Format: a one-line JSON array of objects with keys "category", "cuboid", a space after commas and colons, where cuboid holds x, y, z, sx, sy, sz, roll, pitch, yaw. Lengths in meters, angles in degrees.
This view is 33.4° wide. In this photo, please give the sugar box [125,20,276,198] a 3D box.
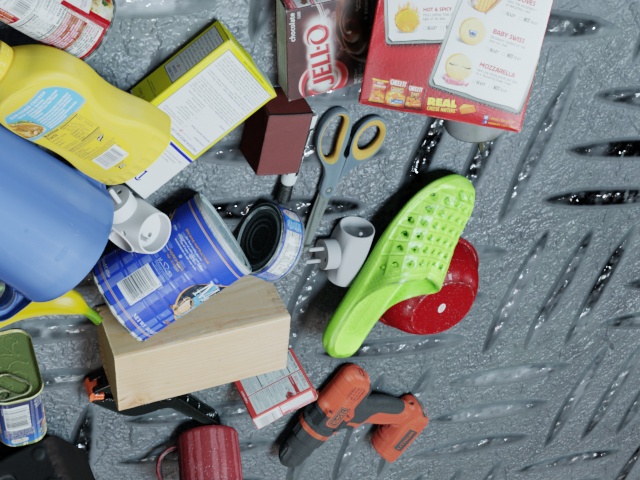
[{"category": "sugar box", "cuboid": [-0.139, -0.127, 1.058, 0.176, 0.048, 0.093, -35, 137, 9]}]

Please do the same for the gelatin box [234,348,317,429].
[{"category": "gelatin box", "cuboid": [-0.058, 0.192, 1.381, 0.089, 0.073, 0.030, -27, 138, -7]}]

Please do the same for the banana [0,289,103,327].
[{"category": "banana", "cuboid": [-0.336, 0.086, 1.136, 0.197, 0.037, 0.069, -17, 98, -10]}]

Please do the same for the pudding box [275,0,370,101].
[{"category": "pudding box", "cuboid": [0.002, -0.202, 1.073, 0.090, 0.039, 0.113, -17, 136, -15]}]

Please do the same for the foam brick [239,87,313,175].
[{"category": "foam brick", "cuboid": [-0.046, -0.114, 1.117, 0.051, 0.053, 0.078, -5, 132, -26]}]

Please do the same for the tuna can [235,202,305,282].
[{"category": "tuna can", "cuboid": [-0.058, 0.001, 1.194, 0.033, 0.086, 0.086, 21, 117, -39]}]

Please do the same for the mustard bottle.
[{"category": "mustard bottle", "cuboid": [-0.231, -0.121, 0.942, 0.096, 0.058, 0.191, -27, 139, 33]}]

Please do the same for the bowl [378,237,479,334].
[{"category": "bowl", "cuboid": [0.149, 0.072, 1.402, 0.162, 0.055, 0.162, -16, 135, -17]}]

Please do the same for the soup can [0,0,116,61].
[{"category": "soup can", "cuboid": [-0.236, -0.204, 0.912, 0.102, 0.068, 0.069, 27, 113, -43]}]

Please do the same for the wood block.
[{"category": "wood block", "cuboid": [-0.148, 0.113, 1.244, 0.205, 0.090, 0.091, -12, 134, -19]}]

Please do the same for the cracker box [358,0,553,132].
[{"category": "cracker box", "cuboid": [0.135, -0.225, 1.025, 0.164, 0.072, 0.214, 10, 112, 0]}]

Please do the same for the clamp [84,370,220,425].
[{"category": "clamp", "cuboid": [-0.190, 0.186, 1.327, 0.209, 0.036, 0.165, -5, 134, -27]}]

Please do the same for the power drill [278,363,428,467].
[{"category": "power drill", "cuboid": [0.050, 0.266, 1.523, 0.187, 0.057, 0.185, 20, 117, -41]}]

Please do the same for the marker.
[{"category": "marker", "cuboid": [-0.028, -0.090, 1.175, 0.020, 0.020, 0.121, -2, 130, -29]}]

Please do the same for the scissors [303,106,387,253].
[{"category": "scissors", "cuboid": [0.026, -0.070, 1.227, 0.096, 0.016, 0.202, -13, 135, -19]}]

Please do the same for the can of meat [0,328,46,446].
[{"category": "can of meat", "cuboid": [-0.337, 0.164, 1.174, 0.057, 0.102, 0.084, -12, 136, -20]}]

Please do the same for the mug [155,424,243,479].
[{"category": "mug", "cuboid": [-0.157, 0.293, 1.400, 0.117, 0.081, 0.093, -6, 155, -4]}]

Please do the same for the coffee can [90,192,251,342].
[{"category": "coffee can", "cuboid": [-0.160, 0.029, 1.148, 0.140, 0.103, 0.102, -33, 138, 2]}]

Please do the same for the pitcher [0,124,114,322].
[{"category": "pitcher", "cuboid": [-0.321, -0.042, 0.968, 0.145, 0.149, 0.242, -27, 138, 25]}]
